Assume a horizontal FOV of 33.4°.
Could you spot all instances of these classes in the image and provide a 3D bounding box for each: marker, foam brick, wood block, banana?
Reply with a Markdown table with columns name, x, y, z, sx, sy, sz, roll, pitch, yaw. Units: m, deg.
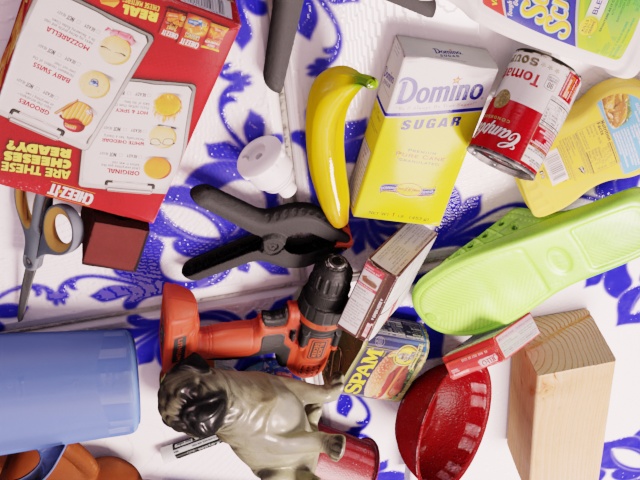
| name | x | y | z | sx | sy | sz | roll | pitch | yaw |
| --- | --- | --- | --- | --- | --- | --- | --- | --- | --- |
| marker | -0.126 | 0.228 | 1.231 | 0.121 | 0.020 | 0.020 | -21 | 129 | 5 |
| foam brick | -0.190 | -0.016 | 0.986 | 0.053 | 0.078 | 0.051 | 9 | 125 | -21 |
| wood block | 0.274 | 0.190 | 1.236 | 0.090 | 0.090 | 0.206 | -9 | 129 | -5 |
| banana | 0.011 | -0.093 | 0.972 | 0.037 | 0.070 | 0.198 | -17 | 146 | -18 |

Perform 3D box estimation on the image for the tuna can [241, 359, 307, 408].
| name | x | y | z | sx | sy | sz | roll | pitch | yaw |
| --- | --- | --- | --- | --- | --- | --- | --- | --- | --- |
| tuna can | -0.055 | 0.173 | 1.191 | 0.086 | 0.034 | 0.086 | -6 | 129 | -7 |

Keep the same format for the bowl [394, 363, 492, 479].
| name | x | y | z | sx | sy | sz | roll | pitch | yaw |
| --- | --- | --- | --- | --- | --- | --- | --- | --- | --- |
| bowl | 0.131 | 0.202 | 1.208 | 0.161 | 0.055 | 0.162 | -26 | 124 | -47 |

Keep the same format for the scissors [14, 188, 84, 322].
| name | x | y | z | sx | sy | sz | roll | pitch | yaw |
| --- | --- | --- | --- | --- | --- | --- | --- | --- | --- |
| scissors | -0.259 | 0.021 | 1.006 | 0.016 | 0.096 | 0.202 | -29 | 140 | -42 |

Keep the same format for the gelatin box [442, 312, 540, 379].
| name | x | y | z | sx | sy | sz | roll | pitch | yaw |
| --- | --- | --- | --- | --- | --- | --- | --- | --- | --- |
| gelatin box | 0.184 | 0.114 | 1.149 | 0.073 | 0.089 | 0.030 | -28 | 88 | 40 |

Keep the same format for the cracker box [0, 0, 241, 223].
| name | x | y | z | sx | sy | sz | roll | pitch | yaw |
| --- | --- | --- | --- | --- | --- | --- | --- | --- | --- |
| cracker box | -0.183 | -0.133 | 0.899 | 0.164 | 0.072 | 0.214 | 15 | 124 | -21 |

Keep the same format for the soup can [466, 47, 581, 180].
| name | x | y | z | sx | sy | sz | roll | pitch | yaw |
| --- | --- | --- | --- | --- | --- | --- | --- | --- | --- |
| soup can | 0.185 | -0.114 | 0.965 | 0.068 | 0.069 | 0.102 | 27 | 89 | -29 |

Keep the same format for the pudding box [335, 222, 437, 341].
| name | x | y | z | sx | sy | sz | roll | pitch | yaw |
| --- | --- | --- | --- | --- | --- | --- | --- | --- | --- |
| pudding box | 0.067 | 0.038 | 1.063 | 0.039 | 0.113 | 0.090 | 30 | 123 | 11 |

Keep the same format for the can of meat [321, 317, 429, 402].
| name | x | y | z | sx | sy | sz | roll | pitch | yaw |
| --- | --- | --- | --- | --- | --- | --- | --- | --- | --- |
| can of meat | 0.060 | 0.128 | 1.165 | 0.083 | 0.057 | 0.102 | 12 | 125 | -23 |

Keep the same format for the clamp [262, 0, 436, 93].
| name | x | y | z | sx | sy | sz | roll | pitch | yaw |
| --- | --- | --- | --- | --- | --- | --- | --- | --- | --- |
| clamp | 0.001 | -0.230 | 0.880 | 0.164 | 0.036 | 0.210 | -21 | 133 | 3 |

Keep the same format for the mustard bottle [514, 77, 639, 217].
| name | x | y | z | sx | sy | sz | roll | pitch | yaw |
| --- | --- | --- | --- | --- | --- | --- | --- | --- | --- |
| mustard bottle | 0.275 | -0.102 | 1.021 | 0.192 | 0.058 | 0.096 | -24 | 108 | 7 |

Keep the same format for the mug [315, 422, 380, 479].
| name | x | y | z | sx | sy | sz | roll | pitch | yaw |
| --- | --- | --- | --- | --- | --- | --- | --- | --- | --- |
| mug | 0.004 | 0.263 | 1.250 | 0.081 | 0.093 | 0.117 | 25 | 156 | -22 |

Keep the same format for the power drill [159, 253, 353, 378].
| name | x | y | z | sx | sy | sz | roll | pitch | yaw |
| --- | --- | --- | --- | --- | --- | --- | --- | --- | --- |
| power drill | -0.066 | 0.079 | 1.081 | 0.187 | 0.057 | 0.185 | 1 | 138 | -13 |

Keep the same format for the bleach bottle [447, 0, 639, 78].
| name | x | y | z | sx | sy | sz | roll | pitch | yaw |
| --- | --- | --- | --- | --- | --- | --- | --- | --- | --- |
| bleach bottle | 0.169 | -0.211 | 0.903 | 0.250 | 0.068 | 0.103 | 8 | 117 | -20 |

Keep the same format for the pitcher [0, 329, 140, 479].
| name | x | y | z | sx | sy | sz | roll | pitch | yaw |
| --- | --- | --- | --- | --- | --- | --- | --- | --- | --- |
| pitcher | -0.305 | 0.163 | 1.065 | 0.242 | 0.145 | 0.149 | -4 | 123 | -13 |

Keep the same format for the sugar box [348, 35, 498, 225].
| name | x | y | z | sx | sy | sz | roll | pitch | yaw |
| --- | --- | --- | --- | --- | --- | --- | --- | --- | --- |
| sugar box | 0.092 | -0.099 | 0.998 | 0.093 | 0.048 | 0.176 | 5 | 128 | -15 |

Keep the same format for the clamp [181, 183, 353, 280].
| name | x | y | z | sx | sy | sz | roll | pitch | yaw |
| --- | --- | --- | --- | --- | --- | --- | --- | --- | --- |
| clamp | -0.057 | 0.001 | 1.053 | 0.171 | 0.039 | 0.120 | 9 | 139 | -16 |
